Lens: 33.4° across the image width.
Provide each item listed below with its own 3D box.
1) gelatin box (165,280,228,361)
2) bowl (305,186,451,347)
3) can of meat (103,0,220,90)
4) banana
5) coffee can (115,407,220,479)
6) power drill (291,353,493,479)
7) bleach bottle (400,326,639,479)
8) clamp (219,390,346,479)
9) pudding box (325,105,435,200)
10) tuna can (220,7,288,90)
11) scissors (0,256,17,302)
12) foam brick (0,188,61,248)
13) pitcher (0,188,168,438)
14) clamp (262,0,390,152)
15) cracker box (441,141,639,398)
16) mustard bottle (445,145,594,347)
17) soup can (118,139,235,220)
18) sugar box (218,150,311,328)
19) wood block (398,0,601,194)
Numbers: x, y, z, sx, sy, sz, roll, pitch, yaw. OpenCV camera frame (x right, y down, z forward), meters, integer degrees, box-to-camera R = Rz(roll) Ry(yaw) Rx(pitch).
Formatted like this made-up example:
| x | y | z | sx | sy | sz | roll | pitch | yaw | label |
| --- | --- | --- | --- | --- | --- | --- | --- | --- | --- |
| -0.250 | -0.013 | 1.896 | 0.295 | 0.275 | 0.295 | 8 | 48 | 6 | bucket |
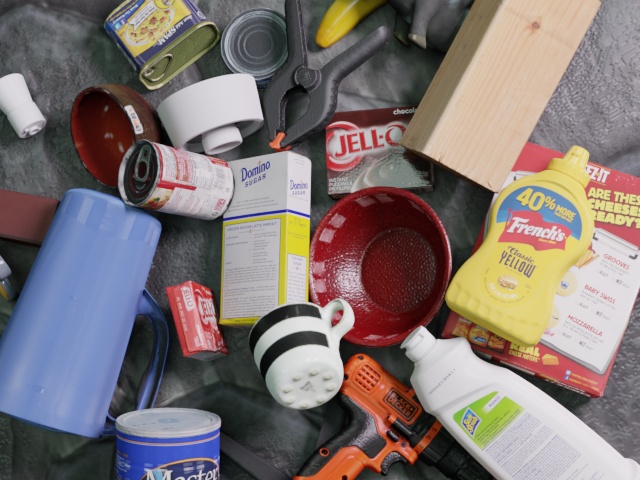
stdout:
| x | y | z | sx | sy | sz | roll | pitch | yaw | label |
| --- | --- | --- | --- | --- | --- | --- | --- | --- | --- |
| -0.125 | 0.084 | 1.096 | 0.030 | 0.089 | 0.073 | -17 | 78 | 6 | gelatin box |
| 0.067 | 0.028 | 1.079 | 0.162 | 0.055 | 0.162 | -4 | 82 | 29 | bowl |
| -0.177 | -0.232 | 1.177 | 0.102 | 0.057 | 0.084 | -38 | 75 | 0 | can of meat |
| 0.082 | -0.269 | 1.152 | 0.198 | 0.037 | 0.069 | -16 | 78 | 6 | banana |
| -0.150 | 0.244 | 1.051 | 0.103 | 0.102 | 0.140 | 1 | 93 | 9 | coffee can |
| 0.053 | 0.231 | 1.037 | 0.184 | 0.057 | 0.187 | 39 | 70 | 5 | power drill |
| 0.182 | 0.171 | 1.013 | 0.251 | 0.068 | 0.102 | 43 | 98 | -1 | bleach bottle |
| -0.008 | 0.242 | 1.078 | 0.164 | 0.036 | 0.210 | -28 | 76 | 2 | clamp |
| 0.062 | -0.092 | 1.123 | 0.113 | 0.039 | 0.090 | -4 | 79 | 8 | pudding box |
| -0.065 | -0.210 | 1.167 | 0.086 | 0.033 | 0.086 | -2 | 80 | 9 | tuna can |
| -0.387 | 0.001 | 1.182 | 0.016 | 0.096 | 0.202 | -33 | 44 | -22 | scissors |
| -0.317 | -0.022 | 1.164 | 0.078 | 0.053 | 0.051 | 11 | 82 | 9 | foam brick |
| -0.242 | 0.079 | 1.104 | 0.145 | 0.149 | 0.243 | 11 | 78 | 36 | pitcher |
| -0.001 | -0.170 | 1.115 | 0.120 | 0.039 | 0.171 | 15 | 89 | 21 | clamp |
| 0.233 | 0.029 | 1.059 | 0.164 | 0.072 | 0.213 | 20 | 83 | 11 | cracker box |
| 0.201 | -0.003 | 1.003 | 0.096 | 0.058 | 0.191 | 27 | 84 | 17 | mustard bottle |
| -0.147 | -0.061 | 1.099 | 0.069 | 0.102 | 0.068 | -11 | 74 | 44 | soup can |
| -0.057 | 0.001 | 1.107 | 0.094 | 0.048 | 0.176 | -6 | 76 | 38 | sugar box |
| 0.173 | -0.161 | 1.044 | 0.090 | 0.090 | 0.206 | 27 | 94 | -15 | wood block |
